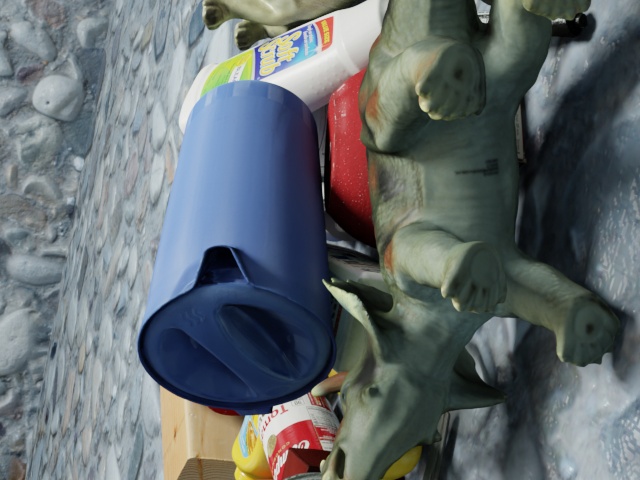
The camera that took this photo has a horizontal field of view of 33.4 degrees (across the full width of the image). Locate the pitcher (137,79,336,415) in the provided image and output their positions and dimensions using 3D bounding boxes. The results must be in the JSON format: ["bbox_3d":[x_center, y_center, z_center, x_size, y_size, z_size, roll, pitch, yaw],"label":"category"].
[{"bbox_3d":[-0.055,0.001,0.797,0.149,0.144,0.243,-42,32,35],"label":"pitcher"}]

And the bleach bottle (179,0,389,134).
[{"bbox_3d":[-0.008,-0.152,0.918,0.251,0.068,0.102,-22,34,36],"label":"bleach bottle"}]

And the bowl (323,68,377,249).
[{"bbox_3d":[0.033,-0.065,0.818,0.162,0.055,0.162,-178,91,-86],"label":"bowl"}]

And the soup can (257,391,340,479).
[{"bbox_3d":[-0.011,0.176,0.882,0.102,0.068,0.068,-118,42,-60],"label":"soup can"}]

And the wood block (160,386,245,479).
[{"bbox_3d":[-0.117,0.171,1.140,0.206,0.090,0.091,-100,28,-42],"label":"wood block"}]

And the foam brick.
[{"bbox_3d":[0.013,0.189,0.796,0.051,0.078,0.053,-160,79,-71],"label":"foam brick"}]

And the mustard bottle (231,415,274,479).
[{"bbox_3d":[-0.042,0.160,0.983,0.096,0.058,0.192,-105,30,-65],"label":"mustard bottle"}]
